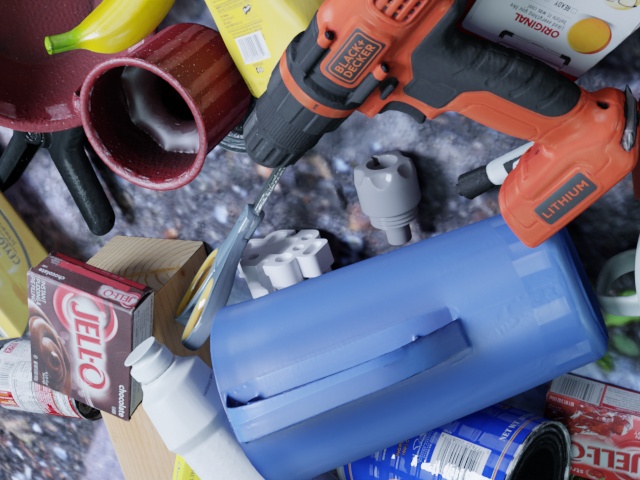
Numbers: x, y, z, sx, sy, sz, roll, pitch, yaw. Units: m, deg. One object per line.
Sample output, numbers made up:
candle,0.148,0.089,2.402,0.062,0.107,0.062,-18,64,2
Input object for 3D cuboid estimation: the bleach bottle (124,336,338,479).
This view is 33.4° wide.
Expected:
bleach bottle,-0.047,0.165,0.784,0.068,0.102,0.250,-38,106,11

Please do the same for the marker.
marker,0.138,-0.055,0.690,0.121,0.020,0.020,-25,107,38

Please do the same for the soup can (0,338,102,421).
soup can,-0.245,0.127,0.983,0.102,0.068,0.068,2,121,27

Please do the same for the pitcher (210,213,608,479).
pitcher,0.056,0.068,0.699,0.243,0.149,0.145,-23,134,16

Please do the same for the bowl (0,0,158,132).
bowl,-0.197,-0.160,0.743,0.162,0.055,0.162,-8,116,-17

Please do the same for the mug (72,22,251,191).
mug,-0.108,-0.093,0.706,0.117,0.081,0.093,7,124,24

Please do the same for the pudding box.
pudding box,-0.174,0.073,0.810,0.090,0.039,0.113,20,128,16

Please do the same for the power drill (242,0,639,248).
power drill,0.066,-0.067,0.596,0.187,0.057,0.185,26,140,-16

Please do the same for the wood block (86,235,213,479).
wood block,-0.132,0.109,0.897,0.091,0.090,0.206,4,123,27

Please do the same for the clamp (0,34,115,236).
clamp,-0.207,-0.082,0.841,0.120,0.039,0.172,25,133,11

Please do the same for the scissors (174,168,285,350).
scissors,-0.055,0.001,0.762,0.016,0.096,0.202,26,123,-17

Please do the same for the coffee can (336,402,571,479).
coffee can,0.096,0.159,0.780,0.141,0.102,0.103,15,128,37

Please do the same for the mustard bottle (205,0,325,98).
mustard bottle,-0.050,-0.181,0.641,0.096,0.058,0.191,3,125,59

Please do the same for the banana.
banana,-0.111,-0.197,0.692,0.037,0.069,0.198,46,117,38
